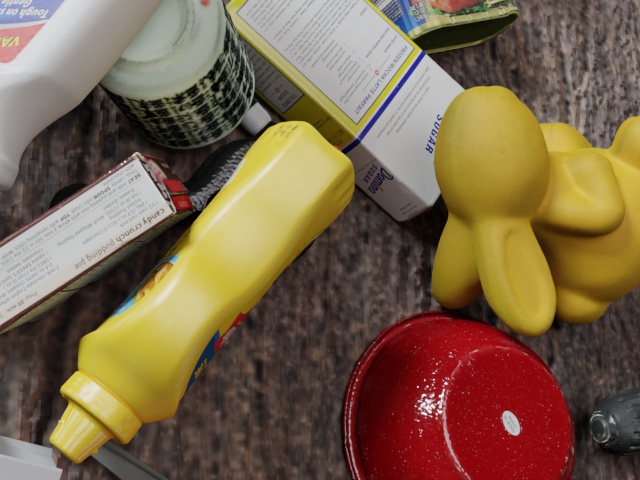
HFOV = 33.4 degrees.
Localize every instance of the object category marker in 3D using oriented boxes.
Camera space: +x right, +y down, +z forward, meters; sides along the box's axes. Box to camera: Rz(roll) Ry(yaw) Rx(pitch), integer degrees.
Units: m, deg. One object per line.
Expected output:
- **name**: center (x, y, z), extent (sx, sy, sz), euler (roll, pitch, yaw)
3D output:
- **marker**: center (-0.058, -0.092, 0.655), extent (0.121, 0.020, 0.020), euler (46, 58, -5)

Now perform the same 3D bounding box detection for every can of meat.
- **can of meat**: center (0.080, -0.178, 0.735), extent (0.101, 0.058, 0.084), euler (-16, 82, -31)

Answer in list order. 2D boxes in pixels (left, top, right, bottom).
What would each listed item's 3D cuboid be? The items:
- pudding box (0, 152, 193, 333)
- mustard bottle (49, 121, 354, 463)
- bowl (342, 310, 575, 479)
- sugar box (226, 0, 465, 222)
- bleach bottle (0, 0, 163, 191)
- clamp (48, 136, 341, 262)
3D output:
- **pudding box**: center (-0.119, 0.001, 0.523), extent (0.113, 0.090, 0.039), euler (-35, 92, 0)
- **mustard bottle**: center (-0.063, 0.029, 0.527), extent (0.058, 0.096, 0.191), euler (42, 70, -5)
- **bowl**: center (0.096, 0.113, 0.636), extent (0.161, 0.055, 0.162), euler (9, 68, -24)
- **sugar box**: center (0.019, -0.102, 0.683), extent (0.176, 0.048, 0.093), euler (43, 59, -11)
- **bleach bottle**: center (-0.123, -0.113, 0.502), extent (0.103, 0.068, 0.251), euler (26, 83, 17)
- **clamp**: center (-0.054, 0.001, 0.608), extent (0.171, 0.039, 0.120), euler (-22, 90, -21)
